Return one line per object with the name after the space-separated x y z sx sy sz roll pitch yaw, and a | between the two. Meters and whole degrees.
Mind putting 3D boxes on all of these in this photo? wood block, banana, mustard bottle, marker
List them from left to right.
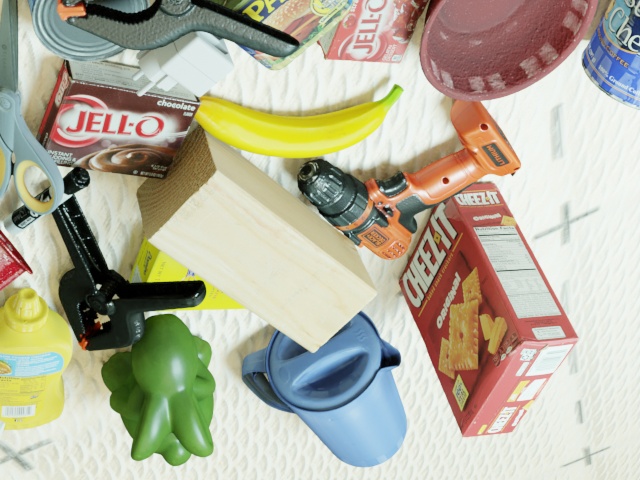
-0.297 0.114 1.059 0.096 0.058 0.192 2 138 -19 | mustard bottle
-0.232 -0.034 0.908 0.020 0.020 0.121 16 149 -40 | marker
-0.057 0.001 0.967 0.090 0.091 0.205 -44 124 13 | wood block
-0.023 -0.105 0.952 0.197 0.037 0.070 -8 122 -21 | banana

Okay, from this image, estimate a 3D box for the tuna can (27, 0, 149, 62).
-0.171 -0.175 0.785 0.086 0.034 0.086 -14 143 -11 | tuna can

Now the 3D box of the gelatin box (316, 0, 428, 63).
0.045 -0.188 0.883 0.073 0.030 0.089 -1 138 -26 | gelatin box

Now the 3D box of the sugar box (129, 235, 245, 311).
-0.095 0.028 1.067 0.175 0.048 0.093 2 137 -28 | sugar box

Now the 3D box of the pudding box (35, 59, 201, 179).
-0.167 -0.099 0.877 0.113 0.039 0.090 5 136 -31 | pudding box

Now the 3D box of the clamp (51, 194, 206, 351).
-0.205 0.040 0.997 0.036 0.164 0.210 -52 -176 -38 | clamp

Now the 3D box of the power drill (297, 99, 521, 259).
0.088 -0.066 1.037 0.188 0.057 0.184 -32 146 17 | power drill

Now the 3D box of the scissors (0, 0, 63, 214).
-0.229 -0.095 0.835 0.096 0.016 0.202 31 128 -3 | scissors

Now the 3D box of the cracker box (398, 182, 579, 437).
0.165 0.071 1.115 0.072 0.214 0.164 -2 138 -23 | cracker box

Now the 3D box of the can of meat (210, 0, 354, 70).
-0.034 -0.189 0.821 0.102 0.057 0.083 -36 143 17 | can of meat

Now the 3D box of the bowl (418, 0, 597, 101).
0.150 -0.196 0.906 0.162 0.055 0.162 -14 143 -11 | bowl

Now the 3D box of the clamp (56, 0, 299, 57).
-0.095 -0.168 0.752 0.171 0.039 0.120 -16 115 1 | clamp

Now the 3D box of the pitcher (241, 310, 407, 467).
0.020 0.182 1.263 0.145 0.149 0.242 -43 148 -11 | pitcher
